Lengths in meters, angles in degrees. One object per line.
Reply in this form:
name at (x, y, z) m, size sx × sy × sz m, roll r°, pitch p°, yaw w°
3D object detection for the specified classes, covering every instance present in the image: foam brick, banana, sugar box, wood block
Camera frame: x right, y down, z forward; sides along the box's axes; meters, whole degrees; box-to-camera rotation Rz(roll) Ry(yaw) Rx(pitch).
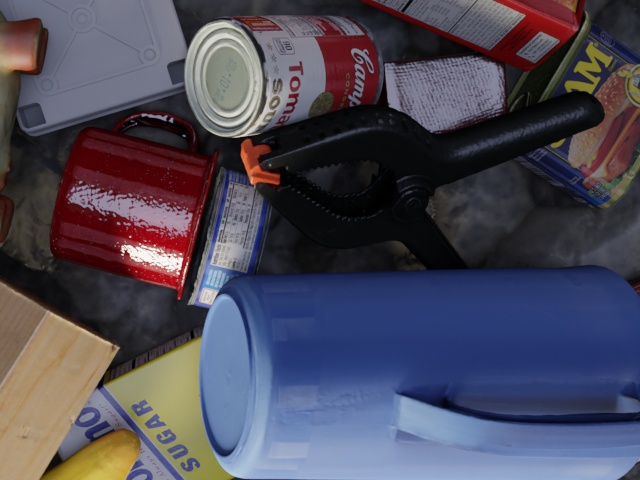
foam brick at (0.073, -0.089, 0.676) m, size 0.078 × 0.053 × 0.051 m, roll -8°, pitch 96°, yaw -8°
banana at (-0.195, 0.155, 0.632) m, size 0.198 × 0.037 × 0.069 m, roll -8°, pitch 107°, yaw 11°
sugar box at (-0.076, 0.106, 0.670) m, size 0.176 × 0.048 × 0.093 m, roll -28°, pitch 99°, yaw -7°
wood block at (-0.213, 0.118, 0.580) m, size 0.091 × 0.090 × 0.206 m, roll 27°, pitch 81°, yaw 22°

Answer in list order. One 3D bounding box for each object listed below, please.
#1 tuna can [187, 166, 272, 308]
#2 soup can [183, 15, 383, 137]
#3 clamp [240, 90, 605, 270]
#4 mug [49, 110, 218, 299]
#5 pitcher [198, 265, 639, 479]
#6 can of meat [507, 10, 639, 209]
tuna can at (-0.054, 0.001, 0.644) m, size 0.033 × 0.086 × 0.086 m, roll 14°, pitch 92°, yaw -8°
soup can at (-0.021, -0.098, 0.627) m, size 0.102 × 0.069 × 0.068 m, roll -13°, pitch 99°, yaw -46°
clamp at (0.057, -0.039, 0.626) m, size 0.209 × 0.036 × 0.165 m, roll 14°, pitch 122°, yaw -29°
mug at (-0.109, -0.030, 0.638) m, size 0.081 × 0.093 × 0.117 m, roll 14°, pitch 61°, yaw -6°
pitcher at (0.064, 0.078, 0.600) m, size 0.242 × 0.149 × 0.145 m, roll 2°, pitch 58°, yaw -23°
can of meat at (0.171, -0.082, 0.691) m, size 0.084 × 0.057 × 0.102 m, roll 31°, pitch 89°, yaw -13°
